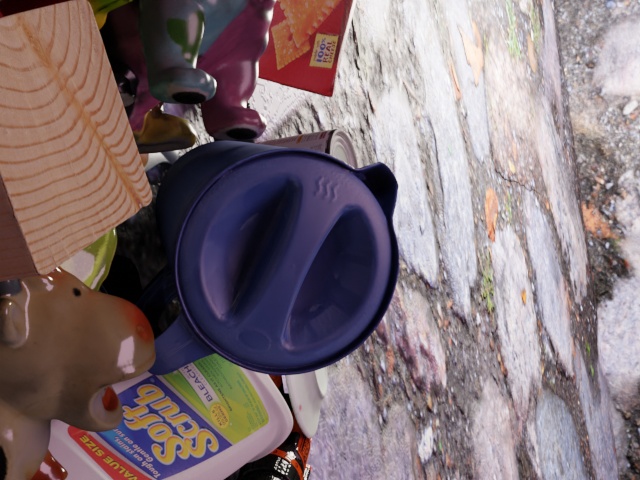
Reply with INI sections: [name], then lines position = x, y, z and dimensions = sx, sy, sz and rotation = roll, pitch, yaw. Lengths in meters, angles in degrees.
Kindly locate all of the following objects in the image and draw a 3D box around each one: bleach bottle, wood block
[bleach bottle]
position = -0.115, 0.132, 0.643
dimensions = 0.102, 0.068, 0.250
rotation = 56, 29, 3
[wood block]
position = -0.189, -0.029, 0.444
dimensions = 0.090, 0.206, 0.091
rotation = -46, 123, -61

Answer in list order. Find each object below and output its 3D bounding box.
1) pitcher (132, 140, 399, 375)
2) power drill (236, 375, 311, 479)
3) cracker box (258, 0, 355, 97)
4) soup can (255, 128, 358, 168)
[pitcher]
position = -0.055, 0.001, 0.717
dimensions = 0.243, 0.149, 0.145
rotation = -148, -117, -73
[power drill]
position = -0.056, 0.125, 0.851
dimensions = 0.184, 0.057, 0.187
rotation = -71, 149, -72
[cracker box]
position = -0.054, -0.215, 0.857
dimensions = 0.213, 0.072, 0.164
rotation = 5, 101, -54
[soup can]
position = -0.024, -0.059, 0.952
dimensions = 0.068, 0.102, 0.068
rotation = -8, 90, -66
